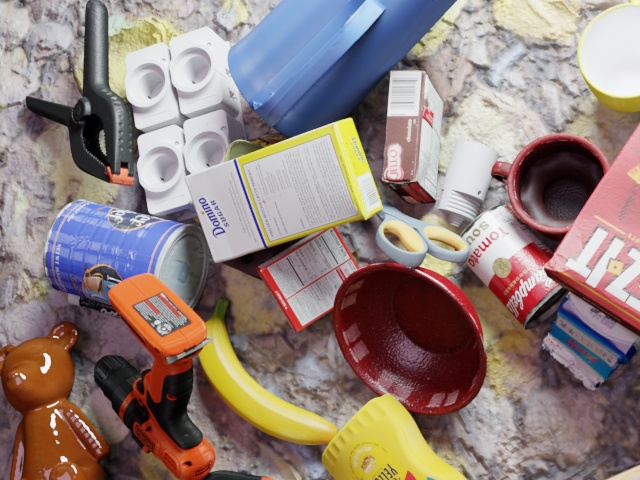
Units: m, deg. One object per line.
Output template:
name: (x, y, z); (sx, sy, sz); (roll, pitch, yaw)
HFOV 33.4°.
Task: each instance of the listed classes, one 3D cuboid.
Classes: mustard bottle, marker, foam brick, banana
mustard bottle: (0.091, 0.242, 0.991); (0.192, 0.058, 0.096); (47, 114, 20)
marker: (-0.220, 0.074, 1.158); (0.121, 0.020, 0.020); (14, 84, 22)
foam brick: (-0.057, 0.001, 1.098); (0.053, 0.051, 0.078); (20, 86, 22)
banana: (-0.067, 0.146, 1.080); (0.070, 0.037, 0.198); (-46, 68, 7)

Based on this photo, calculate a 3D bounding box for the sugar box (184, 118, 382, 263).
sugar box: (-0.037, -0.045, 1.015); (0.177, 0.048, 0.093); (-15, 96, 32)

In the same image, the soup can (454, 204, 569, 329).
soup can: (0.183, 0.024, 1.000); (0.068, 0.068, 0.102); (-43, 68, 7)

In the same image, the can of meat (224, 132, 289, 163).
can of meat: (-0.034, -0.072, 1.080); (0.102, 0.083, 0.057); (17, 110, 21)

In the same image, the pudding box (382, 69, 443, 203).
pudding box: (0.091, -0.100, 1.045); (0.039, 0.090, 0.113); (3, 80, 18)

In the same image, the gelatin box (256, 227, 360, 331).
gelatin box: (-0.007, 0.036, 1.058); (0.089, 0.030, 0.073); (-32, 100, -7)

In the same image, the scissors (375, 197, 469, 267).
scissors: (0.083, -0.023, 1.026); (0.096, 0.202, 0.016); (9, 114, -10)

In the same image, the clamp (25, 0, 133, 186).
clamp: (-0.258, -0.136, 1.172); (0.165, 0.036, 0.210); (-41, 60, 34)

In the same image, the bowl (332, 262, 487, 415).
bowl: (0.093, 0.082, 1.002); (0.162, 0.055, 0.162); (18, 125, 28)

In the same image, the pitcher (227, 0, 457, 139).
pitcher: (0.031, -0.208, 1.020); (0.243, 0.144, 0.149); (-41, 55, 29)

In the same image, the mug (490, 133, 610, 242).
mug: (0.215, -0.047, 0.995); (0.117, 0.081, 0.093); (17, 85, 21)

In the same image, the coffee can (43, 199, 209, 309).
coffee can: (-0.202, 0.020, 1.118); (0.140, 0.102, 0.103); (13, 84, 22)

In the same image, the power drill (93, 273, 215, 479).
power drill: (-0.168, 0.126, 1.052); (0.057, 0.188, 0.185); (-28, 50, -33)
